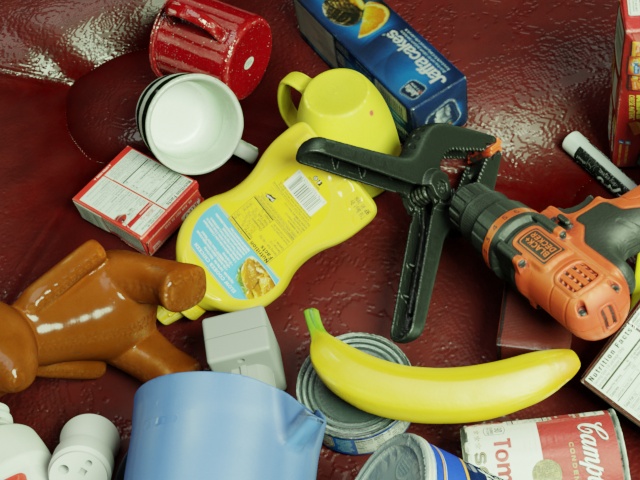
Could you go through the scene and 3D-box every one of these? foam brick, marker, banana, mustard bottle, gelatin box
[{"bbox_3d":[0.159,0.059,0.779,0.051,0.053,0.078,4,57,15],"label":"foam brick"},{"bbox_3d":[0.240,-0.046,0.858,0.020,0.020,0.121,-31,54,-11],"label":"marker"},{"bbox_3d":[0.074,0.092,0.733,0.198,0.037,0.069,9,76,14],"label":"banana"},{"bbox_3d":[-0.055,0.001,0.842,0.192,0.058,0.096,-40,89,6],"label":"mustard bottle"},{"bbox_3d":[-0.158,-0.035,0.928,0.089,0.030,0.073,28,63,27],"label":"gelatin box"}]

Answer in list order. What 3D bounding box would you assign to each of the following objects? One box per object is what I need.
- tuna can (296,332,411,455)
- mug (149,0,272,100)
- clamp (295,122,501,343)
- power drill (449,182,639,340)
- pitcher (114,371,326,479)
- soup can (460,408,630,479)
[{"bbox_3d":[0.027,0.112,0.780,0.086,0.034,0.086,-6,54,8],"label":"tuna can"},{"bbox_3d":[-0.101,-0.182,0.973,0.082,0.117,0.093,23,79,20],"label":"mug"},{"bbox_3d":[0.074,-0.042,0.824,0.036,0.164,0.209,-19,18,46],"label":"clamp"},{"bbox_3d":[0.200,-0.029,0.749,0.187,0.057,0.185,-35,38,-5],"label":"power drill"},{"bbox_3d":[-0.081,0.218,0.680,0.145,0.149,0.242,8,59,-1],"label":"pitcher"},{"bbox_3d":[0.147,0.151,0.705,0.102,0.068,0.068,-8,53,7],"label":"soup can"}]
